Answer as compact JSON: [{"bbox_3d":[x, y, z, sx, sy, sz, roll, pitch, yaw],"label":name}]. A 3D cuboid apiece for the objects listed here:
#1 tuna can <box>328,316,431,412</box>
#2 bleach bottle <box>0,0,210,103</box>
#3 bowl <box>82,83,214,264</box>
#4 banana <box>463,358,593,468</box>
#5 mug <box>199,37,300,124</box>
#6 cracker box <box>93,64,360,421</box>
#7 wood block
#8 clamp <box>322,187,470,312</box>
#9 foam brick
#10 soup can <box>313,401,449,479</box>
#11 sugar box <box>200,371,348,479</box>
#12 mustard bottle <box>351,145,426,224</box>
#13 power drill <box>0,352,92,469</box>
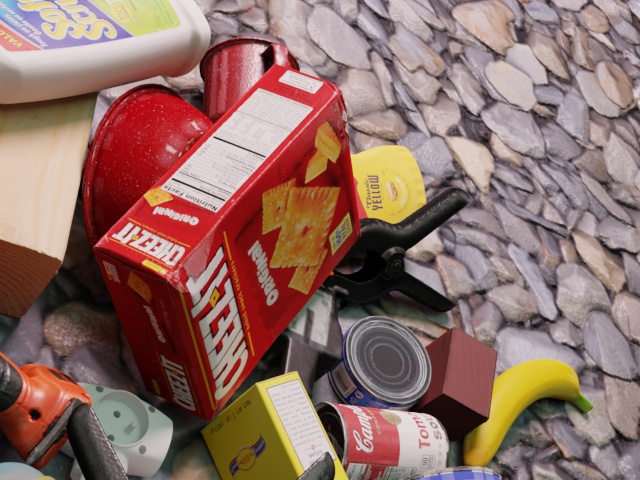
[{"bbox_3d":[0.051,0.108,0.911,0.086,0.034,0.086,16,51,-21],"label":"tuna can"},{"bbox_3d":[-0.201,-0.138,0.758,0.250,0.068,0.102,-29,79,-43],"label":"bleach bottle"},{"bbox_3d":[-0.111,-0.039,0.819,0.161,0.055,0.162,-22,115,-60],"label":"bowl"},{"bbox_3d":[0.187,0.150,0.984,0.197,0.037,0.070,-15,69,-42],"label":"banana"},{"bbox_3d":[-0.059,-0.127,0.950,0.093,0.117,0.081,17,56,-26],"label":"mug"},{"bbox_3d":[-0.055,0.001,0.786,0.072,0.164,0.213,22,54,26],"label":"cracker box"},{"bbox_3d":[-0.229,-0.060,0.790,0.090,0.091,0.206,21,48,-24],"label":"wood block"},{"bbox_3d":[0.064,0.025,0.964,0.171,0.039,0.120,-14,109,-24],"label":"clamp"},{"bbox_3d":[0.118,0.126,0.939,0.051,0.053,0.078,31,46,-15],"label":"foam brick"},{"bbox_3d":[0.042,0.166,0.843,0.102,0.069,0.068,11,53,-30],"label":"soup can"},{"bbox_3d":[-0.017,0.193,0.761,0.048,0.093,0.176,-9,65,-40],"label":"sugar box"},{"bbox_3d":[0.008,-0.038,0.971,0.191,0.058,0.096,-3,83,-37],"label":"mustard bottle"},{"bbox_3d":[-0.242,0.060,0.672,0.187,0.185,0.057,41,80,-24],"label":"power drill"}]
